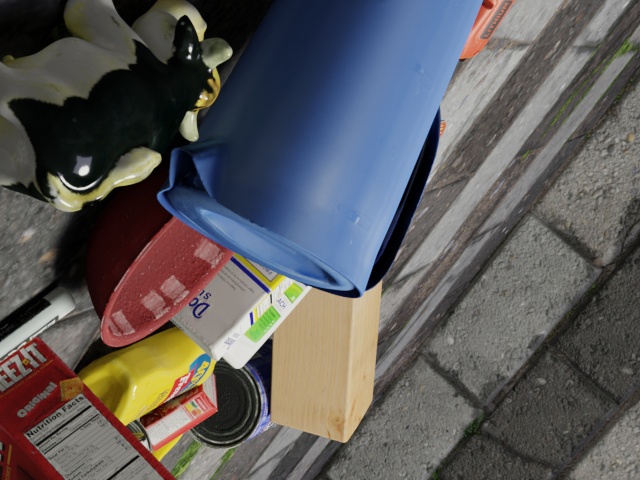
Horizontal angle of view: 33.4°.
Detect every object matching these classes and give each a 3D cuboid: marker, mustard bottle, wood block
[{"bbox_3d":[-0.212,0.071,0.696,0.121,0.020,0.020,-40,164,-34],"label":"marker"},{"bbox_3d":[-0.146,0.117,0.955,0.096,0.058,0.191,-49,169,25],"label":"mustard bottle"},{"bbox_3d":[0.007,0.092,1.111,0.090,0.091,0.206,-47,145,-57],"label":"wood block"}]

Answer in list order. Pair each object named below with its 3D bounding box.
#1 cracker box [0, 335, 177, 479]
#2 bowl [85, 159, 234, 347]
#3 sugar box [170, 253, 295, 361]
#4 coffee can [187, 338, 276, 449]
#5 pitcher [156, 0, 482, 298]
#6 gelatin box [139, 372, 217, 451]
[{"bbox_3d":[-0.168,0.190,0.745,0.072,0.214,0.164,-36,161,-38],"label":"cracker box"},{"bbox_3d":[-0.110,-0.004,0.740,0.162,0.055,0.162,-46,166,-15],"label":"bowl"},{"bbox_3d":[-0.056,0.001,0.850,0.176,0.093,0.048,-45,166,-13],"label":"sugar box"},{"bbox_3d":[-0.086,0.169,1.197,0.103,0.103,0.140,-52,166,13],"label":"coffee can"},{"bbox_3d":[0.019,-0.092,0.647,0.243,0.145,0.149,-63,180,-10],"label":"pitcher"},{"bbox_3d":[-0.139,0.156,1.038,0.073,0.030,0.089,-33,-162,3],"label":"gelatin box"}]
